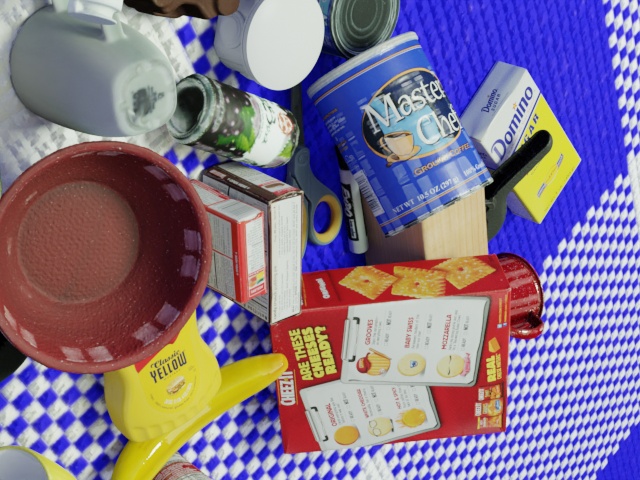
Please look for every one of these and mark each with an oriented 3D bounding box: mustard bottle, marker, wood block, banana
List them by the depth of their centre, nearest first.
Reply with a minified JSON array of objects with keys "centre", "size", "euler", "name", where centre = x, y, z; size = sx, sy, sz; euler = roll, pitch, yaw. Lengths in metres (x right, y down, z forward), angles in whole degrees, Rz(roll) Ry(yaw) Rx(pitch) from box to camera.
[{"centre":[-0.140,0.064,0.840],"size":[0.096,0.058,0.191],"euler":[-31,130,-26],"name":"mustard bottle"},{"centre":[-0.112,0.159,0.910],"size":[0.197,0.070,0.037],"euler":[-44,135,-23],"name":"banana"},{"centre":[0.029,-0.042,0.996],"size":[0.020,0.020,0.121],"euler":[-33,131,-31],"name":"marker"},{"centre":[0.105,0.014,1.050],"size":[0.090,0.091,0.206],"euler":[-34,131,-31],"name":"wood block"}]

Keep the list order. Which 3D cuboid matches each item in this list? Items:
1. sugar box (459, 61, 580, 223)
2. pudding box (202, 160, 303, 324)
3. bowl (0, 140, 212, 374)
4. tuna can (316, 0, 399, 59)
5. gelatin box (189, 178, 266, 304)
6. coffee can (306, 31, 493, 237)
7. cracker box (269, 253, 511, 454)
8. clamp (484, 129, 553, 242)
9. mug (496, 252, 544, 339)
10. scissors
[{"centre":[0.213,-0.101,1.140],"size":[0.093,0.048,0.176],"euler":[-57,140,-8],"name":"sugar box"},{"centre":[-0.056,0.001,0.873],"size":[0.039,0.090,0.113],"euler":[-23,124,-37],"name":"pudding box"},{"centre":[-0.158,0.007,0.736],"size":[0.161,0.055,0.162],"euler":[-8,107,-28],"name":"bowl"},{"centre":[0.028,-0.196,0.903],"size":[0.085,0.034,0.086],"euler":[-23,125,-38],"name":"tuna can"},{"centre":[-0.082,-0.001,0.845],"size":[0.030,0.089,0.073],"euler":[-25,127,-38],"name":"gelatin box"},{"centre":[0.066,-0.087,0.890],"size":[0.102,0.103,0.140],"euler":[-29,91,-34],"name":"coffee can"},{"centre":[0.063,0.105,0.986],"size":[0.213,0.072,0.164],"euler":[-5,120,-2],"name":"cracker box"},{"centre":[0.152,-0.047,1.084],"size":[0.120,0.039,0.172],"euler":[9,125,-21],"name":"clamp"},{"centre":[0.188,0.071,1.152],"size":[0.081,0.117,0.093],"euler":[-11,130,-38],"name":"mug"},{"centre":[-0.007,-0.069,0.947],"size":[0.096,0.016,0.202],"euler":[-8,115,-46],"name":"scissors"}]
